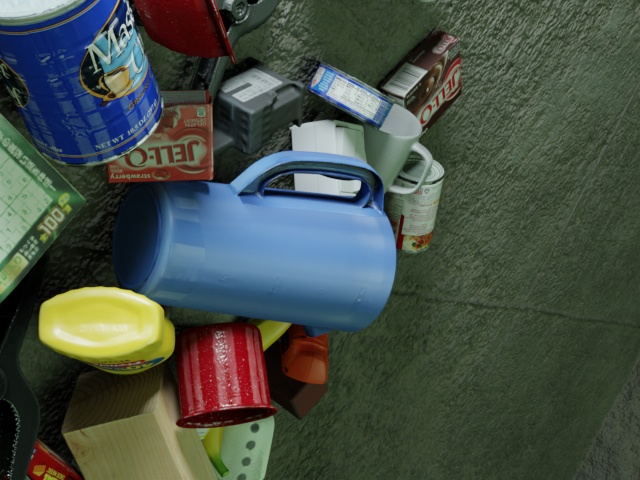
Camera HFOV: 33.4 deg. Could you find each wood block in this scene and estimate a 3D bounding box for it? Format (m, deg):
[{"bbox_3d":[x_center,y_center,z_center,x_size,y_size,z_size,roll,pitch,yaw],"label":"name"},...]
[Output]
[{"bbox_3d":[-0.160,0.224,1.017,0.090,0.091,0.206,-91,166,-61],"label":"wood block"}]

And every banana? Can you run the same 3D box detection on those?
[{"bbox_3d":[-0.094,0.155,1.172,0.037,0.069,0.198,60,52,-82],"label":"banana"}]

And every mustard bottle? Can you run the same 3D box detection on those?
[{"bbox_3d":[-0.175,0.082,0.917,0.191,0.096,0.058,100,-12,-79],"label":"mustard bottle"}]

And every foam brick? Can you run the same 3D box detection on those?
[{"bbox_3d":[-0.040,0.162,1.248,0.053,0.078,0.051,-47,148,-17],"label":"foam brick"}]

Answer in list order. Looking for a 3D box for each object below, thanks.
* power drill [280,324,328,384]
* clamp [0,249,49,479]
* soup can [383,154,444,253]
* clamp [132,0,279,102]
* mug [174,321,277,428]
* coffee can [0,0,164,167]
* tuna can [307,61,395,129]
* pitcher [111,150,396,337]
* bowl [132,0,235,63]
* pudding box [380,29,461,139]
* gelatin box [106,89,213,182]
[{"bbox_3d":[0.010,0.063,1.173,0.184,0.057,0.188,-93,-158,-62],"label":"power drill"},{"bbox_3d":[-0.260,0.105,0.835,0.164,0.036,0.210,-27,110,-47],"label":"clamp"},{"bbox_3d":[0.110,-0.045,1.300,0.068,0.069,0.102,-29,138,-42],"label":"soup can"},{"bbox_3d":[-0.081,-0.188,0.908,0.171,0.039,0.120,-43,144,-25],"label":"clamp"},{"bbox_3d":[-0.088,0.126,0.989,0.117,0.093,0.081,50,30,-69],"label":"mug"},{"bbox_3d":[-0.177,-0.136,0.747,0.102,0.103,0.140,-45,148,-24],"label":"coffee can"},{"bbox_3d":[0.030,-0.145,1.070,0.086,0.086,0.034,18,103,-60],"label":"tuna can"},{"bbox_3d":[-0.056,0.001,0.971,0.242,0.145,0.149,8,72,-36],"label":"pitcher"},{"bbox_3d":[-0.113,-0.198,0.776,0.055,0.162,0.162,-19,143,-1],"label":"bowl"},{"bbox_3d":[0.118,-0.173,1.225,0.113,0.039,0.090,-45,148,-23],"label":"pudding box"},{"bbox_3d":[-0.133,-0.085,0.879,0.089,0.030,0.073,-1,126,-6],"label":"gelatin box"}]
